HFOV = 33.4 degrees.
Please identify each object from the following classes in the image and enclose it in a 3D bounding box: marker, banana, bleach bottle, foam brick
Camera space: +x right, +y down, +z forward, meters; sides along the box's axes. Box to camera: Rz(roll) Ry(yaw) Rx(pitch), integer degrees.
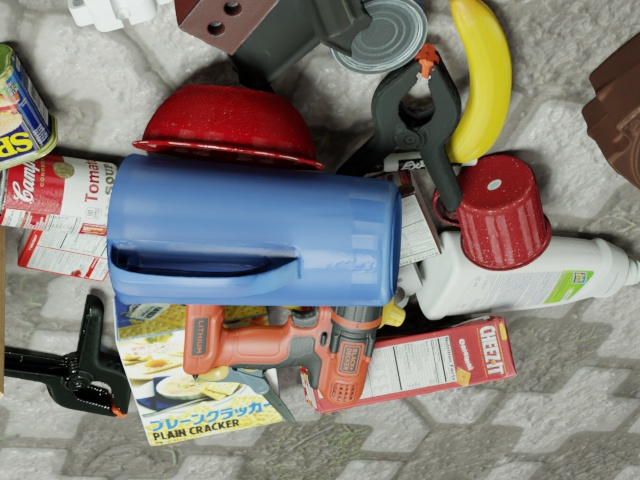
[{"bbox_3d":[0.091,-0.077,1.026,0.121,0.020,0.020,-5,139,-10],"label":"marker"},{"bbox_3d":[0.139,-0.136,0.949,0.069,0.037,0.198,-15,137,-18],"label":"banana"},{"bbox_3d":[0.236,0.038,1.169,0.250,0.068,0.103,1,140,-21],"label":"bleach bottle"},{"bbox_3d":[-0.070,-0.193,0.821,0.052,0.051,0.078,22,129,-34],"label":"foam brick"}]

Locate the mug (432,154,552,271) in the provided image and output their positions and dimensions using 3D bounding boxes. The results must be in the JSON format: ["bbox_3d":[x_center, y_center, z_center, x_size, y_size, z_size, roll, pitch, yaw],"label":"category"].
[{"bbox_3d":[0.166,-0.032,1.058,0.117,0.093,0.081,11,144,29],"label":"mug"}]

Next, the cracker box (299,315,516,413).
[{"bbox_3d":[0.088,0.134,1.176,0.213,0.072,0.164,-10,176,-5],"label":"cracker box"}]

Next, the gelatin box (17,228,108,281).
[{"bbox_3d":[-0.234,-0.001,1.015,0.089,0.030,0.073,12,132,-28],"label":"gelatin box"}]

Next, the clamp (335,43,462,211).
[{"bbox_3d":[0.090,-0.093,0.955,0.120,0.039,0.172,12,136,-9],"label":"clamp"}]

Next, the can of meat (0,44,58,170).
[{"bbox_3d":[-0.277,-0.104,0.864,0.102,0.057,0.084,-17,137,3],"label":"can of meat"}]

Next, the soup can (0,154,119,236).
[{"bbox_3d":[-0.233,-0.041,0.938,0.102,0.068,0.069,7,136,-24],"label":"soup can"}]

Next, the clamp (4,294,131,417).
[{"bbox_3d":[-0.260,0.135,1.159,0.165,0.036,0.209,-26,140,15],"label":"clamp"}]

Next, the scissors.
[{"bbox_3d":[-0.085,0.155,1.143,0.096,0.016,0.202,-12,139,-2],"label":"scissors"}]

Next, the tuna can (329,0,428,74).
[{"bbox_3d":[0.045,-0.179,0.883,0.086,0.034,0.086,-8,140,-7],"label":"tuna can"}]

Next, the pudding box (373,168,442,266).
[{"bbox_3d":[0.065,-0.015,1.076,0.090,0.039,0.113,-19,142,9],"label":"pudding box"}]

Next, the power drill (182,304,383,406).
[{"bbox_3d":[-0.035,0.073,1.019,0.187,0.057,0.184,7,118,-4],"label":"power drill"}]

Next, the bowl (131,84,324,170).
[{"bbox_3d":[-0.074,-0.095,0.894,0.162,0.055,0.162,6,179,0],"label":"bowl"}]

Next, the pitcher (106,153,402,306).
[{"bbox_3d":[-0.056,0.001,0.914,0.243,0.149,0.145,3,158,9],"label":"pitcher"}]
